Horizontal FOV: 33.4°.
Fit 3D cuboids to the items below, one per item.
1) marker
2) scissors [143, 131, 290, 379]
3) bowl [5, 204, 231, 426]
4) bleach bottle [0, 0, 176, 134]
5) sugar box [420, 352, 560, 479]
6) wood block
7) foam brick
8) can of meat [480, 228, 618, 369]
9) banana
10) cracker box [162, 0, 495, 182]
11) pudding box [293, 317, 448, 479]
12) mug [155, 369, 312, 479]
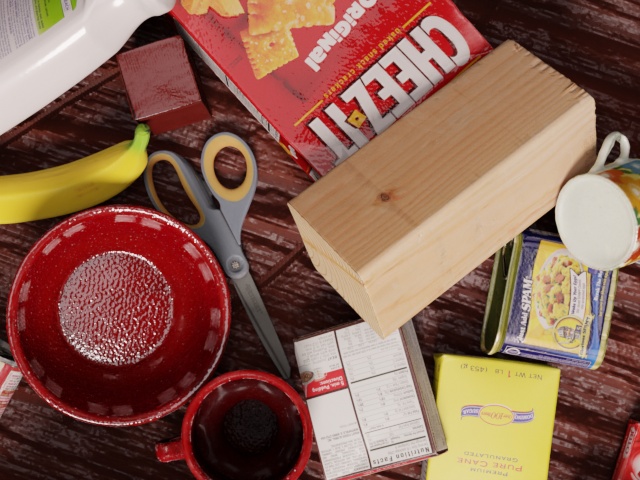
[{"bbox_3d":[-0.198,0.046,0.823,0.020,0.020,0.121,18,87,0],"label":"marker"},{"bbox_3d":[-0.055,0.001,0.829,0.096,0.016,0.202,-40,89,-2],"label":"scissors"},{"bbox_3d":[-0.150,0.054,0.796,0.162,0.055,0.162,-1,92,-15],"label":"bowl"},{"bbox_3d":[-0.194,-0.147,0.765,0.251,0.068,0.102,-25,63,16],"label":"bleach bottle"},{"bbox_3d":[0.123,0.177,0.810,0.093,0.048,0.176,7,86,0],"label":"sugar box"},{"bbox_3d":[0.091,-0.039,0.768,0.206,0.090,0.091,-37,54,-10],"label":"wood block"},{"bbox_3d":[-0.116,-0.115,0.803,0.051,0.078,0.053,-17,88,0],"label":"foam brick"},{"bbox_3d":[0.174,0.043,0.812,0.084,0.057,0.102,11,87,-2],"label":"can of meat"},{"bbox_3d":[-0.211,-0.045,0.806,0.198,0.069,0.037,-15,48,6],"label":"banana"},{"bbox_3d":[-0.001,-0.162,0.810,0.164,0.072,0.213,-42,90,-2],"label":"cracker box"},{"bbox_3d":[0.036,0.115,0.794,0.090,0.039,0.113,-18,80,18],"label":"pudding box"},{"bbox_3d":[-0.064,0.142,0.790,0.117,0.081,0.093,-16,88,-2],"label":"mug"}]
